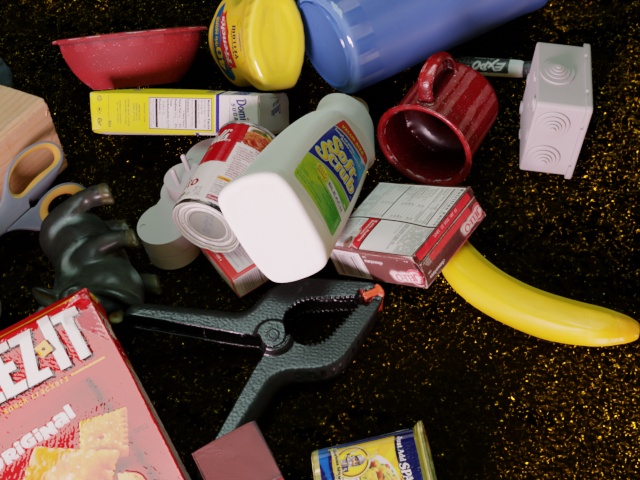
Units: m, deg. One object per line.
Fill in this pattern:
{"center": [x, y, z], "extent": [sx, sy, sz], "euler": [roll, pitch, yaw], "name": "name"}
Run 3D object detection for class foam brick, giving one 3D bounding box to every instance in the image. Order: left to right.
{"center": [-0.053, 0.180, 0.773], "extent": [0.051, 0.078, 0.053], "euler": [-25, 49, -10], "name": "foam brick"}

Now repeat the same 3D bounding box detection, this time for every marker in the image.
{"center": [0.170, -0.172, 1.063], "extent": [0.121, 0.020, 0.020], "euler": [7, 52, 19], "name": "marker"}

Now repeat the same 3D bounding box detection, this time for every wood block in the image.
{"center": [-0.352, -0.054, 1.027], "extent": [0.090, 0.091, 0.205], "euler": [18, 50, 25], "name": "wood block"}

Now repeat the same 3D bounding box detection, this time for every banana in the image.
{"center": [0.161, 0.039, 0.868], "extent": [0.069, 0.037, 0.198], "euler": [-40, 52, -18], "name": "banana"}

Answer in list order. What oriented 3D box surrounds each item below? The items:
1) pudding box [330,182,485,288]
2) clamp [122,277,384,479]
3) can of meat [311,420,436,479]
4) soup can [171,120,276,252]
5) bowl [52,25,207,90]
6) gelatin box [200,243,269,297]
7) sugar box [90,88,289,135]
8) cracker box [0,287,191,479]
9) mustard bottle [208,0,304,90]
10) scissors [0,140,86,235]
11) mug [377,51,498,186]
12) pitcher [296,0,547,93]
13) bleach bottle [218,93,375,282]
{"center": [0.070, -0.007, 0.907], "extent": [0.114, 0.039, 0.090], "euler": [9, 48, 48], "name": "pudding box"}
{"center": [-0.039, 0.094, 0.863], "extent": [0.209, 0.036, 0.164], "euler": [-17, 61, -12], "name": "clamp"}
{"center": [0.043, 0.187, 0.756], "extent": [0.084, 0.057, 0.102], "euler": [-14, 47, 5], "name": "can of meat"}
{"center": [-0.080, -0.047, 0.943], "extent": [0.069, 0.068, 0.102], "euler": [10, 52, 21], "name": "soup can"}
{"center": [-0.195, -0.189, 1.116], "extent": [0.162, 0.055, 0.162], "euler": [-5, 11, 1], "name": "bowl"}
{"center": [-0.056, 0.001, 0.962], "extent": [0.089, 0.030, 0.073], "euler": [-31, 48, -14], "name": "gelatin box"}
{"center": [-0.127, -0.127, 1.051], "extent": [0.176, 0.048, 0.093], "euler": [1, 9, 16], "name": "sugar box"}
{"center": [-0.195, 0.165, 0.788], "extent": [0.164, 0.072, 0.214], "euler": [-28, 67, -10], "name": "cracker box"}
{"center": [-0.073, -0.206, 1.091], "extent": [0.058, 0.096, 0.192], "euler": [-10, 14, -19], "name": "mustard bottle"}
{"center": [-0.291, -0.002, 1.004], "extent": [0.016, 0.096, 0.201], "euler": [-17, 41, 61], "name": "scissors"}
{"center": [0.109, -0.118, 0.969], "extent": [0.093, 0.117, 0.081], "euler": [14, 49, 29], "name": "mug"}
{"center": [0.097, -0.242, 1.062], "extent": [0.242, 0.149, 0.145], "euler": [-30, 60, -18], "name": "pitcher"}
{"center": [-0.004, -0.070, 0.939], "extent": [0.068, 0.102, 0.250], "euler": [-19, 24, 28], "name": "bleach bottle"}
